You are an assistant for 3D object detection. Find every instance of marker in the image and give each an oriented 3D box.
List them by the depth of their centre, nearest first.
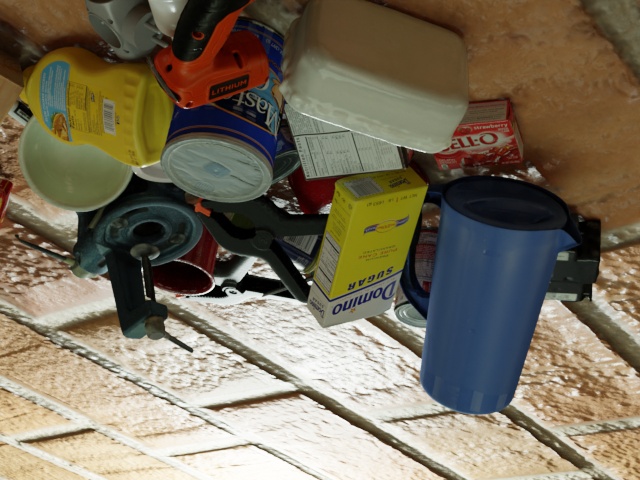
[{"bbox_3d":[-0.307,-0.122,1.178,0.020,0.020,0.121,-11,145,31],"label":"marker"}]

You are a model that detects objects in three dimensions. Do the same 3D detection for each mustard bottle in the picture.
[{"bbox_3d":[-0.232,-0.139,1.049,0.192,0.058,0.096,18,118,31],"label":"mustard bottle"}]

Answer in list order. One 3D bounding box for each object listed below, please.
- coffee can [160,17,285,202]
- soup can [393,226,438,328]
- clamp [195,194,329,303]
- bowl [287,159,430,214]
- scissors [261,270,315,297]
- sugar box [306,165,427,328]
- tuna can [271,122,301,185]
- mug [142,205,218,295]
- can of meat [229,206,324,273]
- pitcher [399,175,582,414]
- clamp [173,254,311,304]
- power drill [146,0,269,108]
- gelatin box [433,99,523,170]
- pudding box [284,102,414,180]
[{"bbox_3d":[-0.085,-0.121,0.995,0.103,0.140,0.103,7,150,4],"label":"coffee can"},{"bbox_3d":[0.124,0.044,1.261,0.068,0.102,0.068,7,150,4],"label":"soup can"},{"bbox_3d":[-0.058,0.001,1.166,0.171,0.039,0.120,19,115,1],"label":"clamp"},{"bbox_3d":[0.039,-0.043,1.182,0.162,0.055,0.162,7,150,4],"label":"bowl"},{"bbox_3d":[-0.005,0.041,1.275,0.201,0.016,0.096,-16,-177,-31],"label":"scissors"},{"bbox_3d":[0.047,0.009,1.125,0.093,0.048,0.176,-13,132,-28],"label":"sugar box"},{"bbox_3d":[-0.057,-0.085,1.111,0.086,0.034,0.086,-28,167,-7],"label":"tuna can"},{"bbox_3d":[-0.169,0.016,1.314,0.093,0.081,0.117,11,150,-3],"label":"mug"},{"bbox_3d":[-0.053,-0.007,1.245,0.083,0.057,0.102,29,170,-27],"label":"can of meat"},{"bbox_3d":[0.167,0.058,1.145,0.144,0.149,0.243,-3,119,-21],"label":"pitcher"},{"bbox_3d":[-0.102,0.056,1.409,0.210,0.036,0.164,-14,142,38],"label":"clamp"},{"bbox_3d":[-0.055,-0.196,0.851,0.184,0.057,0.188,-22,156,-32],"label":"power drill"},{"bbox_3d":[0.153,-0.104,1.069,0.089,0.030,0.073,-4,148,21],"label":"gelatin box"},{"bbox_3d":[0.027,-0.110,1.053,0.114,0.039,0.090,-4,121,25],"label":"pudding box"}]
